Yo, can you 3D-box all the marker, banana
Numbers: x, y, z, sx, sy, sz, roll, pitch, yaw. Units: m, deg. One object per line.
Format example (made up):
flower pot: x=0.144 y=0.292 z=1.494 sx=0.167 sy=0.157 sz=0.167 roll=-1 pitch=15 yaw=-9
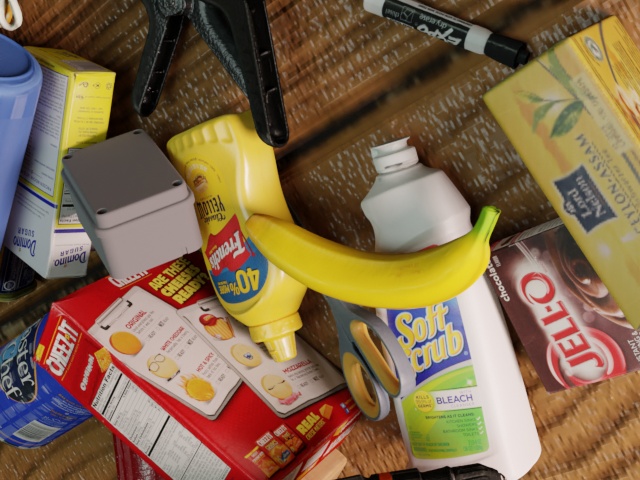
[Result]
marker: x=0.085 y=-0.143 z=0.717 sx=0.121 sy=0.020 sz=0.020 roll=26 pitch=120 yaw=21
banana: x=0.035 y=0.012 z=0.728 sx=0.198 sy=0.037 sz=0.069 roll=-2 pitch=95 yaw=31

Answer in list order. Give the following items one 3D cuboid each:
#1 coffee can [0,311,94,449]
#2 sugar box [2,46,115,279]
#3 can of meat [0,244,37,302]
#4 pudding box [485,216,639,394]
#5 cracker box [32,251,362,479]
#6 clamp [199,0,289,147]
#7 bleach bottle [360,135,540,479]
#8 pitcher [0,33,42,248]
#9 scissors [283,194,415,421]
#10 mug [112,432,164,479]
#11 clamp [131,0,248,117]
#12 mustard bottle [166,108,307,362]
coffee can: x=-0.236 y=0.119 z=0.970 sx=0.141 sy=0.102 sz=0.103 roll=-32 pitch=89 yaw=37
sugar box: x=-0.222 y=-0.066 z=0.895 sx=0.093 sy=0.048 sz=0.176 roll=29 pitch=116 yaw=45
can of meat: x=-0.307 y=-0.006 z=0.996 sx=0.102 sy=0.057 sz=0.084 roll=31 pitch=120 yaw=20
pudding box: x=0.172 y=0.040 z=0.719 sx=0.090 sy=0.039 sz=0.113 roll=-24 pitch=94 yaw=37
cracker box: x=-0.090 y=0.109 z=0.836 sx=0.214 sy=0.163 sz=0.072 roll=38 pitch=122 yaw=15
clamp: x=-0.052 y=-0.179 z=0.746 sx=0.210 sy=0.036 sz=0.165 roll=43 pitch=121 yaw=14
bleach bottle: x=0.079 y=0.051 z=0.770 sx=0.103 sy=0.068 sz=0.251 roll=-12 pitch=99 yaw=35
pitcher: x=-0.316 y=-0.057 z=0.878 sx=0.149 sy=0.144 sz=0.243 roll=28 pitch=117 yaw=3
scissors: x=0.010 y=0.054 z=0.807 sx=0.202 sy=0.016 sz=0.096 roll=51 pitch=146 yaw=40
mug: x=-0.146 y=0.183 z=0.956 sx=0.117 sy=0.093 sz=0.081 roll=-156 pitch=60 yaw=-63
clamp: x=-0.111 y=-0.175 z=0.815 sx=0.120 sy=0.039 sz=0.171 roll=-13 pitch=96 yaw=23
mustard bottle: x=-0.056 y=0.001 z=0.824 sx=0.096 sy=0.058 sz=0.191 roll=-15 pitch=94 yaw=48
